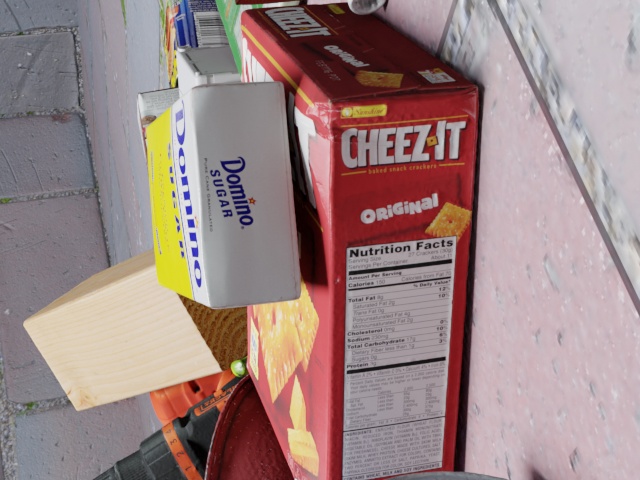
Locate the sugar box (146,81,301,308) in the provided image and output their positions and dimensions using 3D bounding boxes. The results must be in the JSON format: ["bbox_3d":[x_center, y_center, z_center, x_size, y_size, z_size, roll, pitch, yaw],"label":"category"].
[{"bbox_3d":[-0.053,-0.020,0.514,0.176,0.048,0.093,180,85,-77],"label":"sugar box"}]

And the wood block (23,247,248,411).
[{"bbox_3d":[-0.130,0.060,0.835,0.207,0.090,0.091,-21,103,46],"label":"wood block"}]

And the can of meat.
[{"bbox_3d":[-0.100,-0.154,0.890,0.102,0.057,0.084,116,147,-64],"label":"can of meat"}]

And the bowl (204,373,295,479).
[{"bbox_3d":[-0.009,0.156,0.623,0.162,0.055,0.162,-5,-90,-69],"label":"bowl"}]

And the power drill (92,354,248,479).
[{"bbox_3d":[-0.086,0.132,0.779,0.057,0.184,0.188,62,175,-10],"label":"power drill"}]

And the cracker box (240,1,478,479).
[{"bbox_3d":[0.008,0.007,0.523,0.164,0.072,0.214,-125,31,-61],"label":"cracker box"}]
